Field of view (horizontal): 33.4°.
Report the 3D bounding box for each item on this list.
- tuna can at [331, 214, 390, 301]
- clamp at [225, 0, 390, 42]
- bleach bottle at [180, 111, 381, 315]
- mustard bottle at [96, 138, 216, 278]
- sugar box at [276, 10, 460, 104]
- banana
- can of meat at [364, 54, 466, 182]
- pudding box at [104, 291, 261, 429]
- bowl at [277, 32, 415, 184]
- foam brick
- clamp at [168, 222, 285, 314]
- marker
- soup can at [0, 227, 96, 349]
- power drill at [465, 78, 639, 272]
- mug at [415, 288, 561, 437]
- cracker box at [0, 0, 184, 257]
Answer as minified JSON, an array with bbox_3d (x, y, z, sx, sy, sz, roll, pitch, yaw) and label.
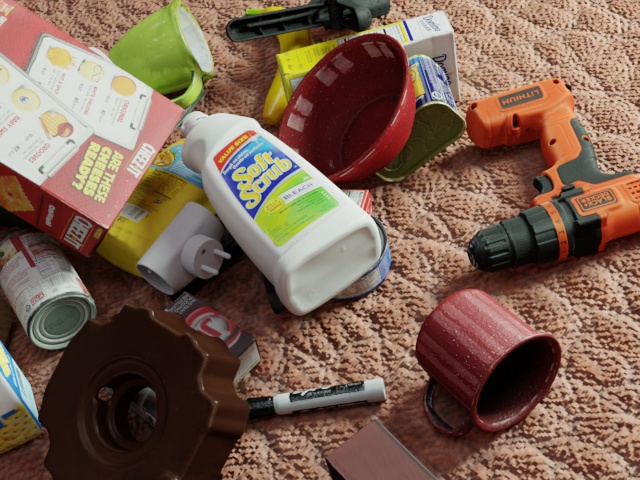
[{"bbox_3d":[0.021,0.013,0.980,0.086,0.034,0.086,-7,49,8],"label":"tuna can"},{"bbox_3d":[0.023,-0.244,1.139,0.165,0.036,0.209,5,22,35],"label":"clamp"},{"bbox_3d":[-0.058,-0.043,0.941,0.102,0.068,0.251,-34,48,-16],"label":"bleach bottle"},{"bbox_3d":[-0.138,-0.050,1.057,0.096,0.058,0.191,21,58,35],"label":"mustard bottle"},{"bbox_3d":[0.051,-0.167,1.090,0.176,0.093,0.048,-16,47,-2],"label":"sugar box"},{"bbox_3d":[-0.039,-0.203,1.184,0.070,0.037,0.198,-25,45,15],"label":"banana"},{"bbox_3d":[0.084,-0.121,1.047,0.102,0.057,0.084,-37,40,25],"label":"can of meat"},{"bbox_3d":[-0.121,0.109,0.928,0.090,0.039,0.113,30,62,31],"label":"pudding box"},{"bbox_3d":[0.034,-0.111,0.998,0.162,0.055,0.162,-27,47,33],"label":"bowl"},{"bbox_3d":[0.050,0.187,0.811,0.051,0.053,0.078,-36,50,-18],"label":"foam brick"},{"bbox_3d":[-0.057,0.001,1.006,0.120,0.039,0.171,16,59,24],"label":"clamp"},{"bbox_3d":[-0.006,0.133,0.893,0.121,0.020,0.020,-9,48,5],"label":"marker"},{"bbox_3d":[-0.258,0.045,0.997,0.068,0.068,0.102,-30,50,-13],"label":"soup can"},{"bbox_3d":[0.200,-0.060,0.988,0.184,0.057,0.188,-16,51,-5],"label":"power drill"},{"bbox_3d":[0.124,0.102,0.854,0.082,0.093,0.117,41,104,42],"label":"mug"},{"bbox_3d":[-0.259,-0.109,0.983,0.213,0.072,0.164,33,53,-9],"label":"cracker box"}]
